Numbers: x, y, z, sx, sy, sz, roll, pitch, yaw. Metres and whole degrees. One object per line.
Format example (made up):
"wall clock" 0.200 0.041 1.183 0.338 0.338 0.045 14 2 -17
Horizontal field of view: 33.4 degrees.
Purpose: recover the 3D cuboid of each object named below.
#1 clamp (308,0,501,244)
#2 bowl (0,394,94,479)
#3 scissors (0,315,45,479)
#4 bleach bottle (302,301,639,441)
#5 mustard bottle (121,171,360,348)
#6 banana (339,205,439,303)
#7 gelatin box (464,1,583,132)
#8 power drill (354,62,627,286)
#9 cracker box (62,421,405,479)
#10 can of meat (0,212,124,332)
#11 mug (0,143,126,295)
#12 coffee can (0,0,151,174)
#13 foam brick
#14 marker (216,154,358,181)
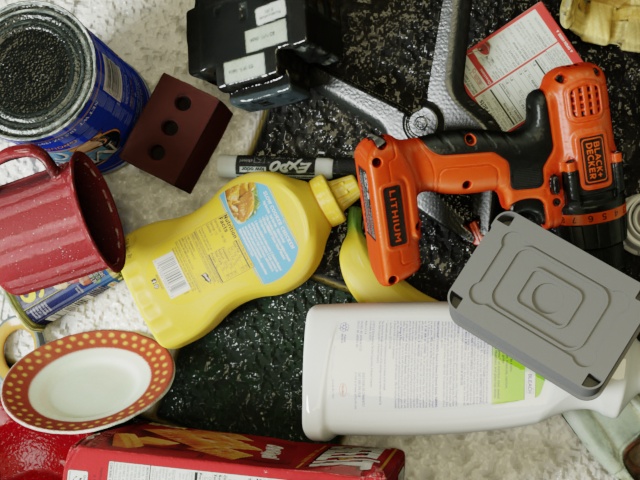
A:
"clamp" 0.072 -0.091 0.819 0.165 0.036 0.210 -20 89 28
"bowl" -0.234 0.193 0.793 0.162 0.055 0.162 -10 42 9
"scissors" -0.244 0.148 0.857 0.096 0.016 0.202 -27 81 4
"bleach bottle" 0.116 0.094 0.747 0.251 0.068 0.102 0 84 14
"mustard bottle" -0.055 0.001 0.825 0.191 0.058 0.096 -28 79 4
"banana" 0.087 0.049 0.809 0.198 0.037 0.069 32 91 11
"gelatin box" 0.153 -0.128 0.824 0.089 0.030 0.073 -33 80 6
"power drill" 0.125 -0.022 0.760 0.187 0.057 0.184 -12 101 -7
"cracker box" -0.053 0.175 0.751 0.214 0.164 0.072 4 86 9
"can of meat" -0.214 0.008 0.849 0.084 0.057 0.102 -30 81 1
"mug" -0.201 -0.017 0.769 0.081 0.117 0.093 -18 39 5
"coffee can" -0.196 -0.111 0.817 0.103 0.140 0.103 -1 83 8
"foam brick" -0.113 -0.084 0.846 0.053 0.051 0.078 27 88 10
"marker" -0.022 -0.058 0.846 0.121 0.020 0.020 2 84 9
